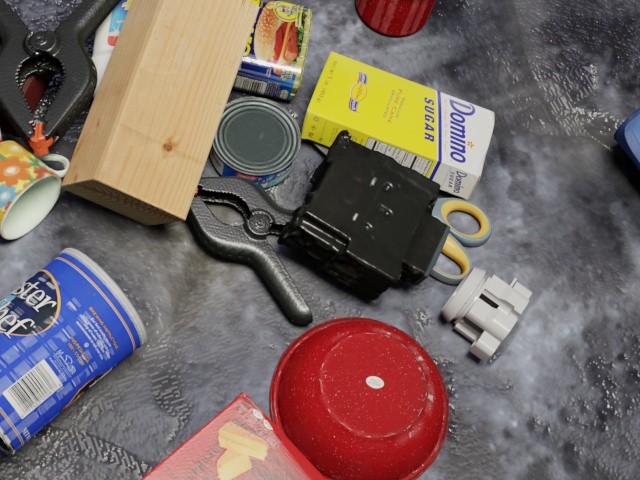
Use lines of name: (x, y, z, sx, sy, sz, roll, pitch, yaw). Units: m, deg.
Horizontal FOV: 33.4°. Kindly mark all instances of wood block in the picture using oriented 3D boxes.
wood block: (-0.140, -0.127, 0.942, 0.090, 0.090, 0.206, 25, 75, -29)

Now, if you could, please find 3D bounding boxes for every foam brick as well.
foam brick: (-0.287, -0.147, 0.989, 0.053, 0.051, 0.078, 18, 62, -1)

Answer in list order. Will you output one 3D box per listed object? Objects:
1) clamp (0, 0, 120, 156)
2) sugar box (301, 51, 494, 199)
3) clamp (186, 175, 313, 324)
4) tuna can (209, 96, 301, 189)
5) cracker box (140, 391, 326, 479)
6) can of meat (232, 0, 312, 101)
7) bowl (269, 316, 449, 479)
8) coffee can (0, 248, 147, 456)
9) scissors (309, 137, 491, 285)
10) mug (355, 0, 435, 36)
clamp: (-0.258, -0.173, 0.956, 0.164, 0.036, 0.210, 4, 64, -2)
sugar box: (0.077, -0.113, 1.037, 0.176, 0.048, 0.093, 18, 52, 1)
clamp: (-0.056, 0.001, 0.967, 0.171, 0.039, 0.120, 20, 57, -3)
tuna can: (-0.063, -0.092, 1.013, 0.086, 0.034, 0.086, 4, 64, -9)
cracker box: (-0.081, 0.237, 0.762, 0.164, 0.072, 0.213, 47, 58, 7)
can of meat: (-0.057, -0.192, 1.052, 0.084, 0.057, 0.102, 13, 63, -7)
bowl: (0.039, 0.131, 0.912, 0.162, 0.055, 0.162, 4, 63, -9)
coffee can: (-0.226, 0.088, 0.857, 0.103, 0.103, 0.140, 43, 65, 11)
scissors: (0.085, -0.046, 1.028, 0.096, 0.016, 0.202, -32, 74, -24)
mug: (0.083, -0.275, 1.103, 0.093, 0.082, 0.117, 6, 64, -8)
